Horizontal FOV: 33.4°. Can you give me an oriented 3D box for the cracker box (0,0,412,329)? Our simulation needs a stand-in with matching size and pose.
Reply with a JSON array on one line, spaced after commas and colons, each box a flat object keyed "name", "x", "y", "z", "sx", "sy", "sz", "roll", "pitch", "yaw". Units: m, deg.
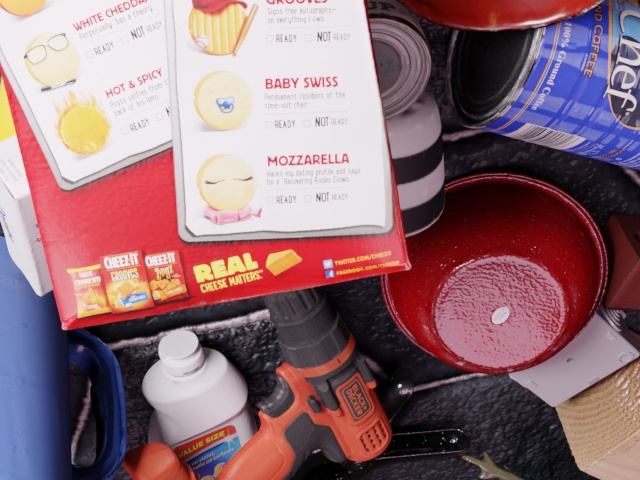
[{"name": "cracker box", "x": -0.056, "y": -0.080, "z": 0.490, "sx": 0.164, "sy": 0.072, "sz": 0.214, "roll": -10, "pitch": 101, "yaw": 2}]

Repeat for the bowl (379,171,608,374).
[{"name": "bowl", "x": 0.122, "y": 0.036, "z": 0.740, "sx": 0.162, "sy": 0.055, "sz": 0.162, "roll": 2, "pitch": 118, "yaw": 4}]

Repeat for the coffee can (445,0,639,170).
[{"name": "coffee can", "x": 0.159, "y": -0.100, "z": 0.621, "sx": 0.140, "sy": 0.103, "sz": 0.103, "roll": 12, "pitch": 129, "yaw": -21}]

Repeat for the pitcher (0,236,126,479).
[{"name": "pitcher", "x": -0.204, "y": 0.119, "z": 0.658, "sx": 0.149, "sy": 0.243, "sz": 0.145, "roll": -19, "pitch": 132, "yaw": -3}]

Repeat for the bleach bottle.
[{"name": "bleach bottle", "x": -0.098, "y": 0.169, "z": 0.850, "sx": 0.102, "sy": 0.068, "sz": 0.251, "roll": -11, "pitch": 131, "yaw": -4}]

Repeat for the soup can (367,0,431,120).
[{"name": "soup can", "x": 0.017, "y": -0.118, "z": 0.576, "sx": 0.068, "sy": 0.102, "sz": 0.068, "roll": -5, "pitch": 133, "yaw": -6}]

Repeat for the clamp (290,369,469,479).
[{"name": "clamp", "x": 0.039, "y": 0.177, "z": 0.901, "sx": 0.172, "sy": 0.039, "sz": 0.120, "roll": -33, "pitch": 125, "yaw": 23}]

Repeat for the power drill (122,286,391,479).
[{"name": "power drill", "x": -0.046, "y": 0.129, "z": 0.767, "sx": 0.187, "sy": 0.057, "sz": 0.184, "roll": -36, "pitch": 120, "yaw": -17}]
